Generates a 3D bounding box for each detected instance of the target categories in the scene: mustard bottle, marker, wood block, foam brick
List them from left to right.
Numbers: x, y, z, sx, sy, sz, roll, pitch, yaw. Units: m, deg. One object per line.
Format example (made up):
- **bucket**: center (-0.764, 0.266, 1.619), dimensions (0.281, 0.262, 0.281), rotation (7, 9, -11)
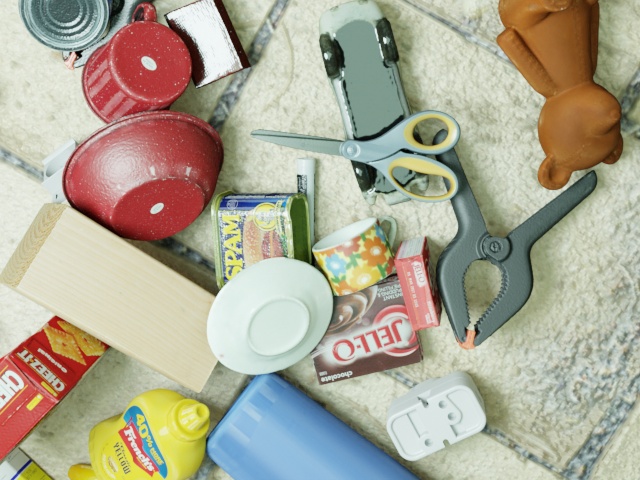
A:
- **wood block**: center (-0.193, 0.055, 1.033), dimensions (0.205, 0.090, 0.091), rotation (34, 77, -25)
- **mustard bottle**: center (-0.165, 0.202, 1.076), dimensions (0.192, 0.058, 0.096), rotation (-37, 74, 45)
- **foam brick**: center (-0.109, -0.194, 1.042), dimensions (0.051, 0.053, 0.078), rotation (-22, 99, 10)
- **marker**: center (-0.015, -0.023, 1.083), dimensions (0.020, 0.020, 0.121), rotation (2, 101, 6)

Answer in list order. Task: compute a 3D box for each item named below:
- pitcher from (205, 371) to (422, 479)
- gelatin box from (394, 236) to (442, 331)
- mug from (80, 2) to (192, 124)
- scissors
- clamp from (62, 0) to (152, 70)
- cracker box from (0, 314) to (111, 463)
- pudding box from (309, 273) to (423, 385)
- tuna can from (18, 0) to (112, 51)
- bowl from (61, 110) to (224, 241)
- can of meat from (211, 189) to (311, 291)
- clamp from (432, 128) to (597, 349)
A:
- **pitcher**: center (-0.001, 0.251, 1.091), dimensions (0.243, 0.145, 0.149), rotation (39, 91, 1)
- **gelatin box**: center (0.098, 0.041, 1.048), dimensions (0.030, 0.089, 0.073), rotation (-13, 100, 10)
- **mug**: center (-0.170, -0.169, 1.010), dimensions (0.093, 0.082, 0.117), rotation (11, 76, -24)
- **scissors**: center (0.044, -0.100, 1.005), dimensions (0.201, 0.016, 0.096), rotation (24, 98, -4)
- **clamp**: center (-0.210, -0.249, 1.047), dimensions (0.120, 0.039, 0.171), rotation (43, 102, -6)
- **cracker box**: center (-0.297, 0.153, 1.050), dimensions (0.072, 0.213, 0.164), rotation (43, 102, -4)
- **pudding box**: center (0.041, 0.090, 1.090), dimensions (0.113, 0.039, 0.090), rotation (-14, 101, 9)
- **tuna can**: center (-0.241, -0.223, 1.009), dimensions (0.086, 0.034, 0.086), rotation (-3, 121, -5)
- **bowl**: center (-0.162, -0.049, 1.024), dimensions (0.162, 0.162, 0.055), rotation (-32, 56, 11)
- **can of meat**: center (-0.057, 0.001, 1.064), dimensions (0.084, 0.057, 0.102), rotation (1, 102, 20)
- **clamp**: center (0.177, 0.005, 1.034), dimensions (0.164, 0.036, 0.210), rotation (9, 84, 2)
